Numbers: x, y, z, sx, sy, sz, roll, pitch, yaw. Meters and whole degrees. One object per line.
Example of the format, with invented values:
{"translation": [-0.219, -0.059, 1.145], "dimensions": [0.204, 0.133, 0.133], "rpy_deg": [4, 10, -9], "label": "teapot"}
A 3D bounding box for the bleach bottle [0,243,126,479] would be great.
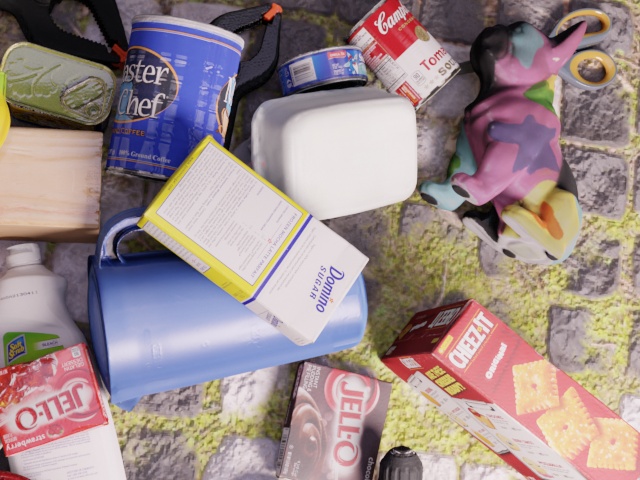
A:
{"translation": [-0.238, 0.126, 0.957], "dimensions": [0.102, 0.068, 0.251], "rpy_deg": [-11, 83, -8], "label": "bleach bottle"}

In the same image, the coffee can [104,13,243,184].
{"translation": [-0.132, -0.122, 0.963], "dimensions": [0.102, 0.103, 0.140], "rpy_deg": [11, 89, -10], "label": "coffee can"}

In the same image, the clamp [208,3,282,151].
{"translation": [-0.106, -0.168, 1.036], "dimensions": [0.120, 0.039, 0.171], "rpy_deg": [33, 80, -11], "label": "clamp"}

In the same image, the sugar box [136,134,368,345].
{"translation": [-0.056, 0.001, 0.900], "dimensions": [0.176, 0.048, 0.093], "rpy_deg": [39, 70, -10], "label": "sugar box"}

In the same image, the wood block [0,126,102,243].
{"translation": [-0.300, -0.051, 0.953], "dimensions": [0.206, 0.091, 0.090], "rpy_deg": [2, 81, -11], "label": "wood block"}

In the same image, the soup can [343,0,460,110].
{"translation": [0.081, -0.186, 1.061], "dimensions": [0.068, 0.068, 0.102], "rpy_deg": [-44, 93, -14], "label": "soup can"}

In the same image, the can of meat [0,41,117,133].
{"translation": [-0.240, -0.133, 0.980], "dimensions": [0.102, 0.084, 0.057], "rpy_deg": [16, 79, -9], "label": "can of meat"}

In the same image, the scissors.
{"translation": [0.228, -0.178, 1.117], "dimensions": [0.201, 0.016, 0.096], "rpy_deg": [-28, 89, -14], "label": "scissors"}

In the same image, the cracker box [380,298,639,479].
{"translation": [0.176, 0.147, 0.987], "dimensions": [0.213, 0.164, 0.072], "rpy_deg": [39, 75, -4], "label": "cracker box"}

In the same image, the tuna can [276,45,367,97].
{"translation": [0.002, -0.159, 1.033], "dimensions": [0.086, 0.086, 0.034], "rpy_deg": [-12, 86, -13], "label": "tuna can"}

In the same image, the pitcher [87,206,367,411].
{"translation": [-0.086, 0.053, 0.962], "dimensions": [0.242, 0.149, 0.145], "rpy_deg": [-9, 66, -16], "label": "pitcher"}

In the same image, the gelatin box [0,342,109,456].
{"translation": [-0.232, 0.135, 0.908], "dimensions": [0.089, 0.030, 0.073], "rpy_deg": [-17, 82, -8], "label": "gelatin box"}

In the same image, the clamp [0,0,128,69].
{"translation": [-0.272, -0.231, 1.011], "dimensions": [0.164, 0.036, 0.210], "rpy_deg": [-44, 93, -14], "label": "clamp"}

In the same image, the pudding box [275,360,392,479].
{"translation": [0.012, 0.178, 1.013], "dimensions": [0.090, 0.039, 0.113], "rpy_deg": [15, 80, -10], "label": "pudding box"}
